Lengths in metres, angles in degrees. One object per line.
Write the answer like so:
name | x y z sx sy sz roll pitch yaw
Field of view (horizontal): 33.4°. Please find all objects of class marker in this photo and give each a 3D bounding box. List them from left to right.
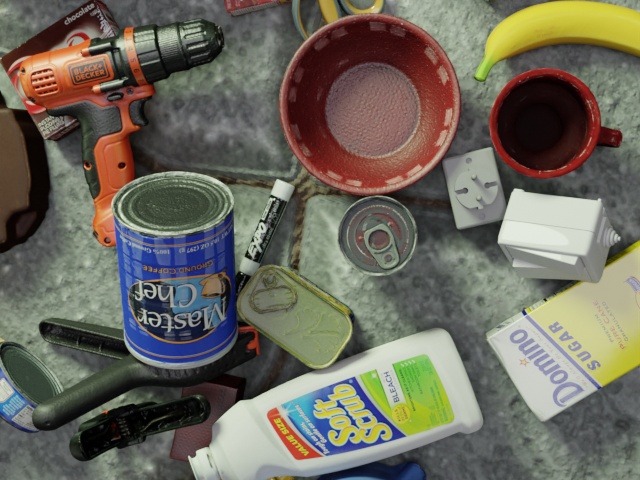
marker | -0.057 0.001 0.999 0.020 0.020 0.121 24 94 5

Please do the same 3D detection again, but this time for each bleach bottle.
bleach bottle | 0.009 0.164 0.940 0.250 0.068 0.102 -21 88 -10

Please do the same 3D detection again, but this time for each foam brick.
foam brick | -0.104 0.165 0.992 0.053 0.051 0.078 11 93 5

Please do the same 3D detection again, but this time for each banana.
banana | 0.234 -0.181 0.955 0.198 0.037 0.069 -3 92 5

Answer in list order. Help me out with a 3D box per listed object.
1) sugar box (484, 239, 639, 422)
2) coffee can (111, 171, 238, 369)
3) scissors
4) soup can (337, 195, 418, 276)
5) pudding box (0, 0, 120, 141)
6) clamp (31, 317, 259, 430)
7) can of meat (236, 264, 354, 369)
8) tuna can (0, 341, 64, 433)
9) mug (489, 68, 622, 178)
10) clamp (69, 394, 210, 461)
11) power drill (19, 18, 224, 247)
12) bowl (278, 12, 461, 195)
sugar box | 0.246 0.079 0.955 0.176 0.048 0.093 -33 88 5
coffee can | -0.124 0.026 0.925 0.103 0.102 0.140 5 124 6
scissors | 0.003 -0.265 0.944 0.096 0.016 0.202 -16 120 -8
soup can | 0.053 -0.005 0.946 0.068 0.102 0.068 0 91 6
pudding box | -0.231 -0.159 1.004 0.113 0.039 0.090 -31 88 6
clamp | -0.160 0.110 0.961 0.210 0.164 0.036 -5 118 -2
can of meat | -0.019 0.065 0.964 0.102 0.084 0.057 34 95 4
tuna can | -0.278 0.137 0.993 0.034 0.086 0.086 -41 87 7
mug | 0.205 -0.098 0.937 0.117 0.081 0.093 8 92 6
clamp | -0.179 0.167 0.942 0.120 0.172 0.039 -8 82 -30
power drill | -0.160 -0.098 0.966 0.184 0.057 0.187 -12 106 6
bowl | 0.046 -0.121 0.967 0.162 0.055 0.162 0 91 6
